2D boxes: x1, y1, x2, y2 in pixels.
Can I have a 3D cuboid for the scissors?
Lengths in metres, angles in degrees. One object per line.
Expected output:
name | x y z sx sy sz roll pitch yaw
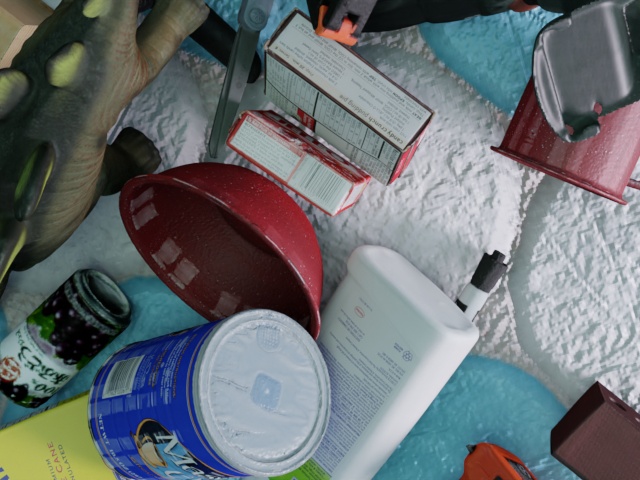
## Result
scissors | -0.055 -0.163 0.694 0.096 0.016 0.201 33 82 -30

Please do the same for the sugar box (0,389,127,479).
sugar box | -0.195 0.168 0.764 0.176 0.048 0.093 -23 92 -13

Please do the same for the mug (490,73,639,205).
mug | 0.176 -0.073 0.672 0.117 0.093 0.081 21 97 -12

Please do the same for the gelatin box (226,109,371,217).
gelatin box | -0.013 -0.054 0.716 0.089 0.073 0.030 35 102 6

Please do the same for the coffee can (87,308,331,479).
coffee can | -0.076 0.107 0.704 0.141 0.102 0.103 -19 95 48

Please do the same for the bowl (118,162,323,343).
bowl | -0.055 0.001 0.712 0.162 0.162 0.055 36 60 4

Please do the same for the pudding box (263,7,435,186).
pudding box | 0.016 -0.090 0.693 0.113 0.090 0.039 36 79 4

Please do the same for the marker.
marker | 0.093 0.059 0.738 0.020 0.020 0.121 31 102 5

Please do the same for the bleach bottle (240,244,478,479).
bleach bottle | -0.002 0.130 0.743 0.103 0.068 0.251 45 110 26
